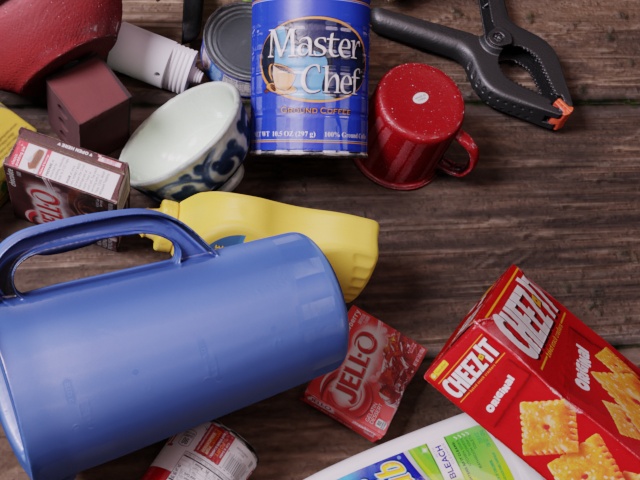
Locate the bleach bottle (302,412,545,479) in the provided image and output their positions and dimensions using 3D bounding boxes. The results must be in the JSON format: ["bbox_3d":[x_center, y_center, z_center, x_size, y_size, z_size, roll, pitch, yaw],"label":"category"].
[{"bbox_3d":[0.045,0.212,0.810,0.250,0.068,0.102,-19,68,-18],"label":"bleach bottle"}]

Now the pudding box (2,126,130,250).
[{"bbox_3d":[-0.197,-0.038,0.839,0.090,0.114,0.039,18,66,-4],"label":"pudding box"}]

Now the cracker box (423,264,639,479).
[{"bbox_3d":[0.200,0.126,0.833,0.214,0.072,0.164,41,23,6],"label":"cracker box"}]

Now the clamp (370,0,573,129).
[{"bbox_3d":[0.170,-0.195,1.039,0.210,0.036,0.164,42,64,12],"label":"clamp"}]

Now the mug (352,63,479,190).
[{"bbox_3d":[0.089,-0.097,0.949,0.117,0.082,0.093,34,63,4],"label":"mug"}]

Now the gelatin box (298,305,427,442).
[{"bbox_3d":[0.035,0.109,0.872,0.073,0.030,0.089,30,63,2],"label":"gelatin box"}]

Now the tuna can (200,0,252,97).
[{"bbox_3d":[-0.066,-0.174,0.976,0.086,0.034,0.086,5,65,-11],"label":"tuna can"}]

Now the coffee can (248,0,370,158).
[{"bbox_3d":[-0.009,-0.141,0.906,0.102,0.103,0.140,0,93,-13],"label":"coffee can"}]

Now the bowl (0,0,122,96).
[{"bbox_3d":[-0.220,-0.165,0.874,0.162,0.162,0.055,-33,91,-24],"label":"bowl"}]

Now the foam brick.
[{"bbox_3d":[-0.194,-0.108,0.892,0.051,0.078,0.053,-34,77,-22],"label":"foam brick"}]

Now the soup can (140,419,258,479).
[{"bbox_3d":[-0.099,0.186,0.784,0.068,0.069,0.102,33,62,3],"label":"soup can"}]

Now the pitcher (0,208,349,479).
[{"bbox_3d":[-0.109,0.064,0.744,0.242,0.149,0.145,-16,61,-21],"label":"pitcher"}]

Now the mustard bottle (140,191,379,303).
[{"bbox_3d":[-0.056,0.001,0.855,0.191,0.096,0.058,12,61,-13],"label":"mustard bottle"}]
